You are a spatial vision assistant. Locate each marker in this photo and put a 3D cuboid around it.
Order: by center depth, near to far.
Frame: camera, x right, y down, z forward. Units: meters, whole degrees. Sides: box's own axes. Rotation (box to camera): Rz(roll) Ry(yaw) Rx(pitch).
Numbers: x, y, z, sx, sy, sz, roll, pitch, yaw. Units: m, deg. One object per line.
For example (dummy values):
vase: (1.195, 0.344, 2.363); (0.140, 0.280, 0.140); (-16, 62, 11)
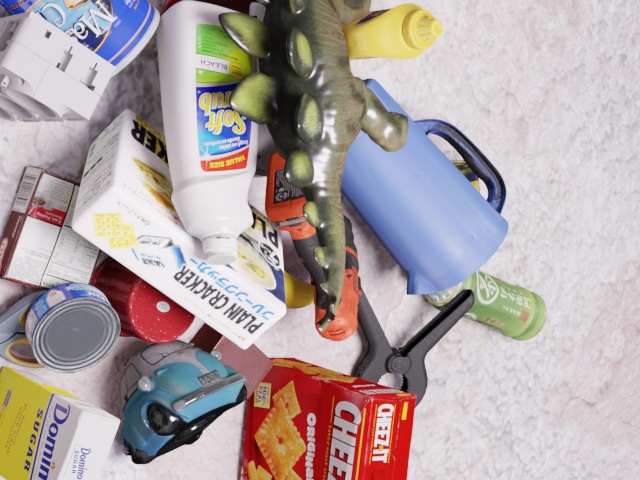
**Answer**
marker: (-0.066, -0.213, 1.106); (0.020, 0.020, 0.121); (0, 95, -37)

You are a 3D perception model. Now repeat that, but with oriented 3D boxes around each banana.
banana: (-0.063, 0.018, 1.201); (0.197, 0.037, 0.069); (50, 50, -31)

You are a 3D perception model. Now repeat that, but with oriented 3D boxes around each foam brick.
foam brick: (-0.101, 0.128, 1.174); (0.053, 0.051, 0.078); (-52, 122, -19)

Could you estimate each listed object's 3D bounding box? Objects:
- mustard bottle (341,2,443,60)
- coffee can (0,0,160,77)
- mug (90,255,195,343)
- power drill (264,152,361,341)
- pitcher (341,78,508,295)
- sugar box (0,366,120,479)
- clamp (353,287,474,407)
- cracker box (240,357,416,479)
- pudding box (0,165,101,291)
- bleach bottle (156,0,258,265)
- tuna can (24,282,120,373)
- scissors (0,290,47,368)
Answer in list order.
mustard bottle: (0.062, -0.225, 1.163); (0.096, 0.192, 0.058); (-19, 107, -34)
coffee can: (-0.234, -0.228, 0.996); (0.140, 0.103, 0.102); (45, 69, -32)
mug: (-0.178, 0.047, 1.086); (0.093, 0.082, 0.117); (-9, 101, -36)
power drill: (-0.002, -0.011, 1.156); (0.184, 0.057, 0.187); (-92, 162, -47)
pitcher: (0.100, -0.071, 1.227); (0.242, 0.145, 0.149); (49, 25, -13)
sugar box: (-0.257, 0.182, 0.983); (0.048, 0.177, 0.093); (24, 81, -37)
clamp: (0.083, 0.139, 1.305); (0.164, 0.036, 0.210); (15, 101, -14)
cracker box: (0.000, 0.226, 1.159); (0.071, 0.214, 0.164); (4, 93, -37)
pudding box: (-0.259, -0.006, 1.046); (0.089, 0.039, 0.113); (22, 85, -39)
bleach bottle: (-0.097, -0.098, 1.005); (0.102, 0.068, 0.251); (9, 65, -37)
tuna can: (-0.238, 0.083, 1.024); (0.086, 0.034, 0.086); (-16, 127, -23)
scissors: (-0.320, 0.078, 1.007); (0.201, 0.016, 0.096); (15, 112, -37)
